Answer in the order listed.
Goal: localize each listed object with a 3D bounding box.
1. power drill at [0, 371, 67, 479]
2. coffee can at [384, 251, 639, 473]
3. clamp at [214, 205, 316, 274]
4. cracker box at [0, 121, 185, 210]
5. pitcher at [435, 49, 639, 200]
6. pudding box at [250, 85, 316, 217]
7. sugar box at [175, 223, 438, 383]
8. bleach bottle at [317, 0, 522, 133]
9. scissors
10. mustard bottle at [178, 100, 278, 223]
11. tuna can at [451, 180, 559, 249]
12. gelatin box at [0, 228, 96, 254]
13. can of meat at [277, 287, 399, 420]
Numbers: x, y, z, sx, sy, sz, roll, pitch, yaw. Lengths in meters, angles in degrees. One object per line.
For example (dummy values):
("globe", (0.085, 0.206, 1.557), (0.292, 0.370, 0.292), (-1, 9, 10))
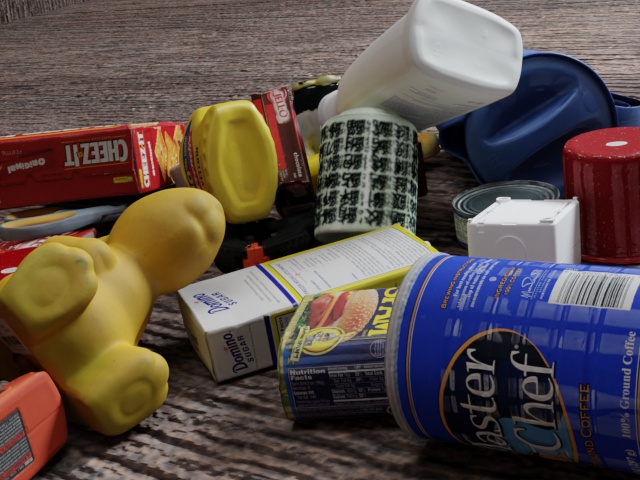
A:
("power drill", (-0.249, 0.112, 0.645), (0.188, 0.057, 0.184), (-2, 24, 27))
("coffee can", (0.118, 0.061, 0.550), (0.141, 0.103, 0.102), (4, 23, 31))
("clamp", (-0.056, 0.001, 0.880), (0.120, 0.039, 0.171), (-12, 9, 13))
("cracker box", (-0.234, -0.078, 1.075), (0.164, 0.072, 0.213), (-6, 6, 6))
("pitcher", (0.184, -0.121, 1.002), (0.145, 0.149, 0.243), (-51, 14, 9))
("pudding box", (-0.031, -0.076, 0.952), (0.039, 0.090, 0.113), (-12, -13, -1))
("sugar box", (-0.005, 0.041, 0.748), (0.176, 0.048, 0.093), (-18, 21, -13))
("bleach bottle", (0.058, -0.125, 0.895), (0.102, 0.068, 0.251), (15, -14, -23))
("scissors", (-0.203, -0.027, 0.989), (0.201, 0.016, 0.096), (-13, 16, -33))
("mustard bottle", (-0.086, -0.069, 0.921), (0.058, 0.096, 0.192), (-12, 8, -14))
("tuna can", (0.150, -0.019, 0.860), (0.086, 0.034, 0.086), (-8, 20, 3))
("gelatin box", (-0.252, 0.014, 0.951), (0.073, 0.030, 0.089), (3, 23, 29))
("can of meat", (0.026, 0.067, 0.646), (0.084, 0.057, 0.102), (-6, 20, 16))
